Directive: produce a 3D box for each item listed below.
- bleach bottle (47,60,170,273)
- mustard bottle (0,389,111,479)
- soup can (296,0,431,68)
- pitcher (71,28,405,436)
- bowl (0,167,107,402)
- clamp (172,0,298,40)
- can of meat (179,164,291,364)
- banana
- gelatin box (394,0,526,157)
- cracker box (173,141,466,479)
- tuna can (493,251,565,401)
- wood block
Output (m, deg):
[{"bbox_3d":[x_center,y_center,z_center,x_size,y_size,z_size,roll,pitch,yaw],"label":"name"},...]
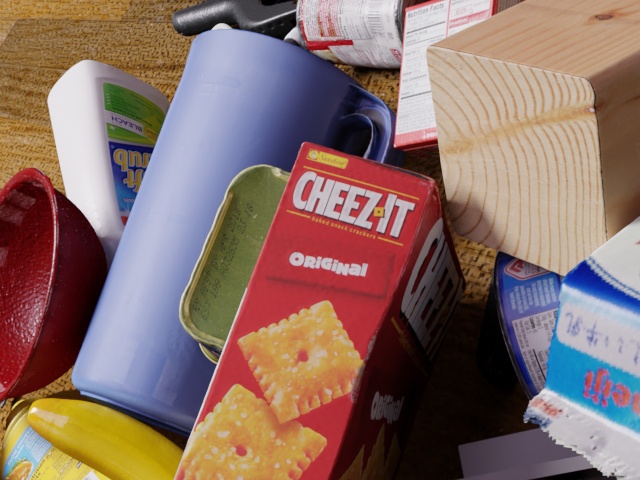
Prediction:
[{"bbox_3d":[-0.143,-0.024,0.809,0.068,0.102,0.251,-41,48,24],"label":"bleach bottle"},{"bbox_3d":[-0.167,0.153,0.714,0.096,0.058,0.192,-54,39,-7],"label":"mustard bottle"},{"bbox_3d":[0.041,-0.153,0.731,0.102,0.068,0.068,13,71,48],"label":"soup can"},{"bbox_3d":[-0.054,0.001,0.671,0.149,0.145,0.242,142,149,-74],"label":"pitcher"},{"bbox_3d":[-0.187,0.036,0.712,0.162,0.055,0.162,-25,58,48],"label":"bowl"},{"bbox_3d":[-0.045,-0.214,0.886,0.172,0.039,0.120,20,81,43],"label":"clamp"},{"bbox_3d":[-0.032,0.017,0.566,0.057,0.084,0.102,20,79,7],"label":"can of meat"},{"bbox_3d":[-0.087,0.153,0.603,0.198,0.069,0.037,48,137,22],"label":"banana"},{"bbox_3d":[0.080,-0.096,0.610,0.073,0.030,0.089,-5,76,52],"label":"gelatin box"},{"bbox_3d":[0.002,0.086,0.502,0.072,0.164,0.213,18,77,16],"label":"cracker box"},{"bbox_3d":[0.109,0.038,0.480,0.034,0.086,0.086,-19,49,25],"label":"tuna can"},{"bbox_3d":[0.156,-0.073,0.462,0.205,0.090,0.091,-28,31,-26],"label":"wood block"}]
